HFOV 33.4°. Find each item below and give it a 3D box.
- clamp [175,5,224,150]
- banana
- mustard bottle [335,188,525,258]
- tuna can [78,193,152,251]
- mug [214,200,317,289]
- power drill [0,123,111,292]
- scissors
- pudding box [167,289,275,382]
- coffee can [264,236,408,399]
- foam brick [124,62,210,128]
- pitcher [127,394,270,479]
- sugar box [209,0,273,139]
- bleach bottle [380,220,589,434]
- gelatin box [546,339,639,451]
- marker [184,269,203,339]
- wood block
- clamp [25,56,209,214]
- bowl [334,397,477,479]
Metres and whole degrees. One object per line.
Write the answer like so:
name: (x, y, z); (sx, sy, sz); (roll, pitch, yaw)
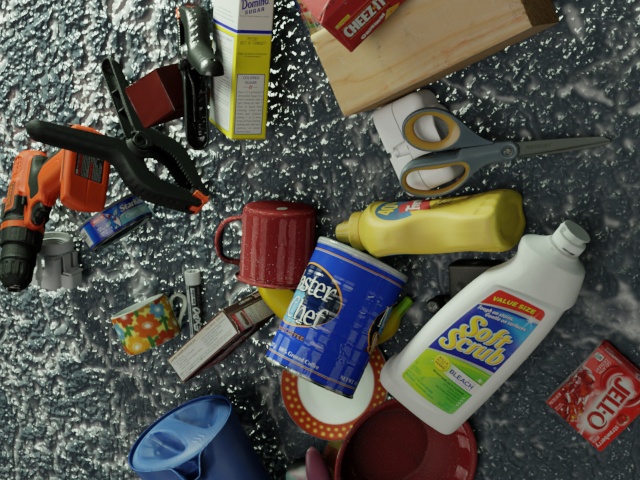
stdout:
clamp: (-0.129, -0.195, 1.129); (0.120, 0.039, 0.171); (126, 139, -53)
banana: (0.008, 0.081, 1.195); (0.198, 0.037, 0.069); (10, 77, 23)
mustard bottle: (0.103, -0.014, 1.078); (0.192, 0.096, 0.058); (-5, 104, 30)
tuna can: (-0.244, -0.022, 1.272); (0.086, 0.086, 0.034); (-32, 90, 32)
mug: (-0.058, 0.001, 1.171); (0.117, 0.093, 0.081); (5, 103, 6)
power drill: (-0.321, -0.044, 1.261); (0.188, 0.057, 0.184); (-23, 59, 44)
scissors: (0.166, -0.102, 1.023); (0.202, 0.016, 0.096); (-20, 103, 11)
pudding box: (-0.112, 0.110, 1.237); (0.039, 0.089, 0.114); (50, 121, 8)
coffee can: (0.016, 0.080, 1.113); (0.103, 0.102, 0.140); (24, 86, 21)
foam brick: (-0.169, -0.164, 1.194); (0.053, 0.078, 0.051); (-25, 93, 32)
pitcher: (-0.112, 0.308, 1.260); (0.145, 0.149, 0.243); (-11, 116, 38)
sugar box: (-0.084, -0.203, 1.131); (0.093, 0.048, 0.176); (-137, 50, -60)
bleach bottle: (0.166, 0.075, 1.037); (0.102, 0.068, 0.251); (39, 121, 7)
gelatin box: (0.283, 0.155, 1.068); (0.073, 0.030, 0.089); (42, 120, 11)
marker: (-0.151, 0.095, 1.295); (0.020, 0.020, 0.121); (5, 107, 27)
wood block: (0.108, -0.204, 1.023); (0.206, 0.090, 0.090); (-22, 92, 32)
clamp: (-0.211, -0.113, 1.222); (0.210, 0.164, 0.036); (36, 137, -11)
bowl: (0.086, 0.234, 1.157); (0.162, 0.055, 0.162); (-4, 104, -15)
